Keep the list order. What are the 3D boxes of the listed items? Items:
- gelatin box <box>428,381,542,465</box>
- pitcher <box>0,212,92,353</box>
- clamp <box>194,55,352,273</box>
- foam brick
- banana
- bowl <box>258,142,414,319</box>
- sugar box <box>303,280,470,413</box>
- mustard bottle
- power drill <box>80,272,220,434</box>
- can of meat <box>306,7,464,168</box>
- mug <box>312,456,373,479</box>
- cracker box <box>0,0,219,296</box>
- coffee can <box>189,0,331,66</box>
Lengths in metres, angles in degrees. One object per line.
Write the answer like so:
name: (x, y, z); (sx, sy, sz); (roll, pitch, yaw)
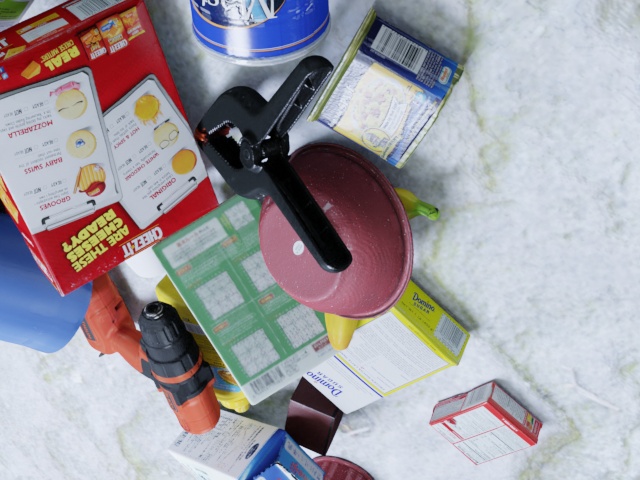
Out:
gelatin box: (0.164, 0.184, 1.071); (0.073, 0.030, 0.089); (41, 138, -15)
pitcher: (-0.362, 0.030, 1.053); (0.242, 0.149, 0.145); (19, -177, -39)
clamp: (-0.042, -0.082, 0.849); (0.210, 0.036, 0.164); (31, 130, 50)
foam brick: (-0.004, 0.183, 1.147); (0.051, 0.053, 0.078); (21, 137, 9)
banana: (0.039, 0.016, 0.943); (0.037, 0.070, 0.198); (1, 139, -28)
bowl: (-0.001, 0.001, 0.910); (0.162, 0.055, 0.162); (18, 119, 36)
sugar box: (0.052, 0.105, 1.043); (0.093, 0.048, 0.177); (43, 141, -13)
mustard bottle: (-0.106, 0.116, 1.130); (0.096, 0.058, 0.191); (12, 137, 29)
power drill: (-0.187, 0.101, 1.106); (0.188, 0.057, 0.184); (33, 149, 38)
can of meat: (0.049, -0.113, 0.814); (0.084, 0.057, 0.102); (30, 140, -4)
mug: (0.011, 0.322, 1.256); (0.093, 0.081, 0.117); (18, 138, 12)
cracker box: (-0.197, -0.085, 0.895); (0.072, 0.164, 0.213); (38, 153, 48)
coffee can: (-0.046, -0.207, 0.737); (0.103, 0.102, 0.140); (14, 137, 17)
